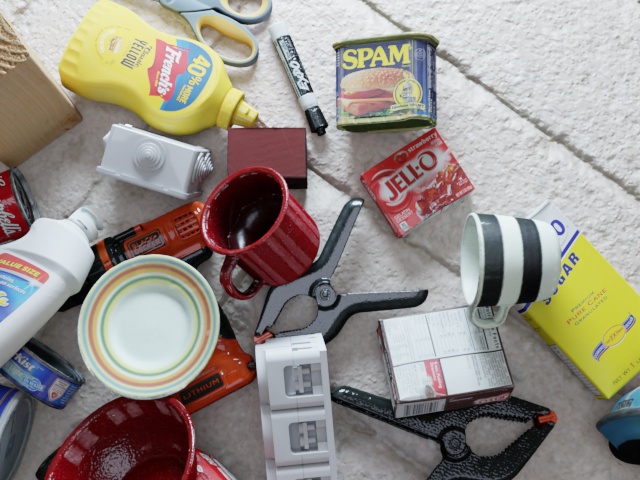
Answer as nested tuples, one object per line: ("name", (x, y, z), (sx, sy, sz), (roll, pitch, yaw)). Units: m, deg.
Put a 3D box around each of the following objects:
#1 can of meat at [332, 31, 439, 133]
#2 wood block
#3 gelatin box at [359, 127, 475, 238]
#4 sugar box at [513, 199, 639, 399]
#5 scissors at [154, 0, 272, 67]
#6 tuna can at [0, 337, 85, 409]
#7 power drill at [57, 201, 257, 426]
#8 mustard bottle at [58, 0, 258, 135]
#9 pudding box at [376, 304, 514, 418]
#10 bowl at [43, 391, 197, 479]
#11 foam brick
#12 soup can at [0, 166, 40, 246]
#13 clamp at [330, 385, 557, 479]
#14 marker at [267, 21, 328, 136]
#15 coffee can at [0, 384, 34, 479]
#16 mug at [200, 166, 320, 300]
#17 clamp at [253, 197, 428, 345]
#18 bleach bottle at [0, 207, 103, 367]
("can of meat", (0.063, -0.150, 1.031), (0.102, 0.057, 0.084), (-2, 85, 23))
("wood block", (-0.296, -0.144, 0.964), (0.091, 0.206, 0.090), (-37, 84, -5))
("gelatin box", (0.094, -0.055, 1.042), (0.089, 0.030, 0.073), (-32, 83, -4))
("sugar box", (0.242, 0.056, 1.020), (0.093, 0.048, 0.176), (-42, 86, -5))
("scissors", (-0.134, -0.253, 1.075), (0.202, 0.016, 0.096), (39, 82, 5))
("tuna can", (-0.263, 0.119, 0.991), (0.086, 0.086, 0.034), (36, 85, 4))
("power drill", (-0.156, 0.077, 1.011), (0.184, 0.057, 0.188), (-26, 84, 0))
("mustard bottle", (-0.150, -0.156, 1.040), (0.191, 0.058, 0.096), (25, 67, 2))
("pudding box", (0.116, 0.111, 1.002), (0.113, 0.039, 0.090), (-8, 61, -5))
("bowl", (-0.166, 0.215, 0.936), (0.162, 0.055, 0.162), (-20, 43, 19))
("foam brick", (-0.051, -0.079, 1.033), (0.078, 0.053, 0.051), (0, 82, 0))
("soup can", (-0.327, -0.022, 1.018), (0.102, 0.068, 0.068), (-20, 83, -2))
("clamp", (0.122, 0.204, 1.001), (0.210, 0.036, 0.164), (-8, 74, -3))
("marker", (-0.021, -0.160, 1.061), (0.020, 0.020, 0.121), (-22, 83, -3))
("coffee can", (-0.348, 0.169, 0.975), (0.140, 0.103, 0.103), (15, 83, 2))
("mug", (-0.057, 0.001, 0.992), (0.093, 0.081, 0.117), (8, 66, 34))
("clamp", (0.015, 0.056, 1.024), (0.171, 0.039, 0.120), (-44, 80, 1))
("bleach bottle", (-0.297, 0.056, 0.943), (0.103, 0.068, 0.250), (35, 63, 17))
